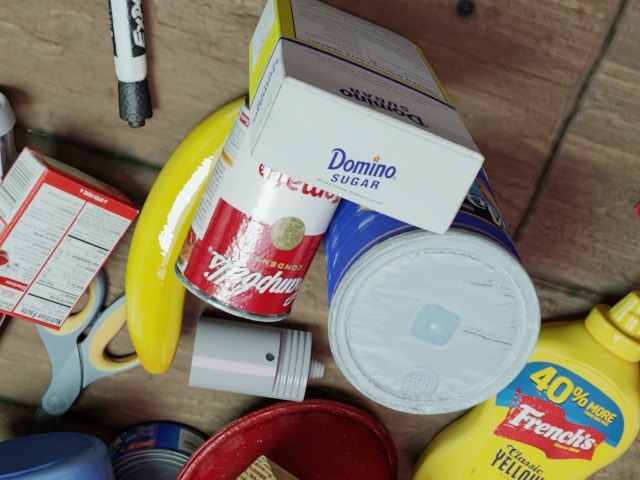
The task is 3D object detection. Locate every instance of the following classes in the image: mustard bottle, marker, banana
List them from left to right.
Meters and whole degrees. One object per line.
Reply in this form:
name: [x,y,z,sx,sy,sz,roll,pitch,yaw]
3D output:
marker: [-0.104,-0.118,0.572,0.020,0.020,0.121,-1,117,-1]
banana: [-0.067,-0.013,0.607,0.069,0.037,0.198,35,104,-6]
mustard bottle: [0.145,0.109,0.670,0.096,0.058,0.192,34,111,4]

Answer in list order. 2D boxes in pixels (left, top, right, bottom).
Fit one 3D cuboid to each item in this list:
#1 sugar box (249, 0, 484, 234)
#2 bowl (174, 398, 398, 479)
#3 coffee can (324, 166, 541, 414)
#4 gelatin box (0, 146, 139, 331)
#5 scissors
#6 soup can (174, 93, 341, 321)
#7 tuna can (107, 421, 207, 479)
sugar box: [0.014,-0.069,0.512,0.093,0.176,0.048,21,114,-12]
bowl: [-0.015,0.182,0.682,0.162,0.055,0.162,-10,122,-16]
coffee can: [0.053,0.011,0.573,0.103,0.140,0.103,-1,117,-1]
gelatin box: [-0.156,0.001,0.596,0.089,0.030,0.073,-54,142,6]
scissors: [-0.176,0.083,0.674,0.202,0.016,0.096,-40,109,16]
soup can: [-0.027,-0.018,0.560,0.068,0.068,0.102,21,108,-12]
tuna can: [-0.106,0.163,0.706,0.086,0.034,0.086,-1,117,-1]
